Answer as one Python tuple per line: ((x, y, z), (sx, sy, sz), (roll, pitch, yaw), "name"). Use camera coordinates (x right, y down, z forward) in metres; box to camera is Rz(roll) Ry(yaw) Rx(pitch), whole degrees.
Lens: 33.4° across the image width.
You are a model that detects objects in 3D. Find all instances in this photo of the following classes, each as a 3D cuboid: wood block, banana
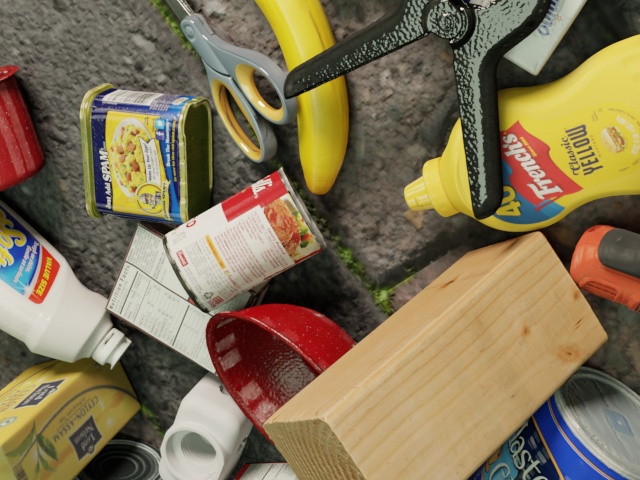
((0.077, 0.091, 0.696), (0.090, 0.205, 0.091), (57, 152, -6), "wood block")
((-0.017, -0.129, 0.754), (0.070, 0.037, 0.198), (-13, 104, 49), "banana")

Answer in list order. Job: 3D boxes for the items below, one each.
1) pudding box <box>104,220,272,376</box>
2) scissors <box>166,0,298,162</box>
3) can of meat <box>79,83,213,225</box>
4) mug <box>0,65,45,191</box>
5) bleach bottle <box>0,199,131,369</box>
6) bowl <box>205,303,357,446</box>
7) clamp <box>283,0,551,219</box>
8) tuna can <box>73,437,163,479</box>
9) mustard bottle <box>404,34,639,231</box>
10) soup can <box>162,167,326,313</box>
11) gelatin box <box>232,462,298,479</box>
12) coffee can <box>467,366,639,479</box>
((-0.107, 0.042, 0.852), (0.113, 0.039, 0.090), (31, 118, 9), "pudding box")
((-0.076, -0.149, 0.759), (0.096, 0.016, 0.202), (-12, 108, 55), "scissors")
((-0.130, -0.063, 0.809), (0.084, 0.057, 0.102), (8, 113, 16), "can of meat")
((-0.276, -0.078, 0.831), (0.093, 0.117, 0.081), (16, 128, 55), "mug")
((-0.262, 0.018, 0.879), (0.251, 0.102, 0.068), (35, 126, -2), "bleach bottle")
((-0.010, 0.102, 0.795), (0.162, 0.055, 0.162), (34, 148, 25), "bowl")
((0.088, -0.126, 0.658), (0.164, 0.036, 0.210), (39, 117, 8), "clamp")
((-0.174, 0.205, 0.915), (0.086, 0.086, 0.034), (14, 113, 15), "tuna can")
((0.143, -0.058, 0.705), (0.192, 0.058, 0.096), (-19, 110, 27), "mustard bottle")
((-0.055, 0.001, 0.779), (0.102, 0.068, 0.068), (-29, 99, 3), "soup can")
((-0.034, 0.212, 0.871), (0.089, 0.073, 0.030), (-6, 109, 22), "gelatin box")
((0.171, 0.174, 0.760), (0.103, 0.102, 0.140), (36, 119, 4), "coffee can")
